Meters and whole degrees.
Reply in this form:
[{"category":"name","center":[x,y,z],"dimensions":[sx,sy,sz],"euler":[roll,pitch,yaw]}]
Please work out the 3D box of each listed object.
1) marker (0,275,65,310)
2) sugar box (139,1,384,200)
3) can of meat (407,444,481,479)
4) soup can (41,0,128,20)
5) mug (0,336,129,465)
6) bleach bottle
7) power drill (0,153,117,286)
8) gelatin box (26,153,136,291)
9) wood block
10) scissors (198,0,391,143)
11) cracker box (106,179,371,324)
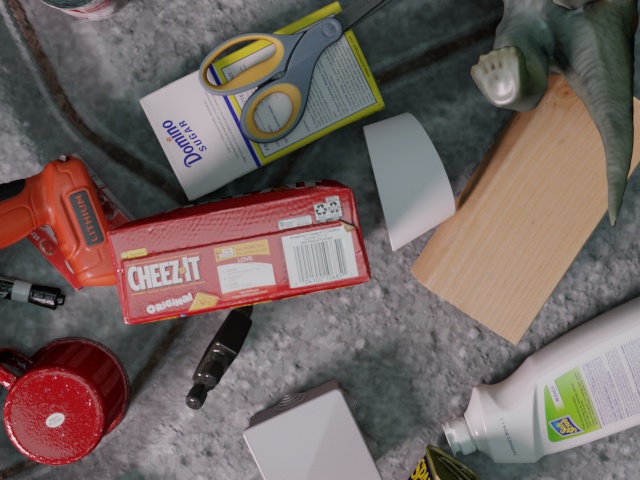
[{"category":"marker","center":[-0.271,0.037,0.883],"dimensions":[0.121,0.020,0.020],"euler":[12,96,-3]},{"category":"sugar box","center":[-0.045,-0.111,0.858],"dimensions":[0.176,0.048,0.093],"euler":[-25,95,5]},{"category":"can of meat","center":[0.091,0.227,0.871],"dimensions":[0.057,0.102,0.084],"euler":[33,97,-5]},{"category":"soup can","center":[-0.183,-0.205,0.815],"dimensions":[0.068,0.102,0.068],"euler":[0,96,-1]},{"category":"mug","center":[-0.216,0.124,0.862],"dimensions":[0.117,0.081,0.093],"euler":[37,94,-5]},{"category":"bleach bottle","center":[0.219,0.112,0.880],"dimensions":[0.251,0.068,0.102],"euler":[-22,96,4]},{"category":"power drill","center":[-0.245,0.025,0.788],"dimensions":[0.187,0.057,0.184],"euler":[-19,88,-26]},{"category":"gelatin box","center":[-0.200,-0.015,0.872],"dimensions":[0.073,0.030,0.089],"euler":[-41,95,3]},{"category":"wood block","center":[0.168,-0.033,0.848],"dimensions":[0.091,0.090,0.206],"euler":[32,94,-5]},{"category":"scissors","center":[0.006,-0.140,0.822],"dimensions":[0.202,0.016,0.096],"euler":[-18,93,3]},{"category":"cracker box","center":[-0.055,0.001,0.785],"dimensions":[0.164,0.213,0.072],"euler":[-11,95,0]}]
